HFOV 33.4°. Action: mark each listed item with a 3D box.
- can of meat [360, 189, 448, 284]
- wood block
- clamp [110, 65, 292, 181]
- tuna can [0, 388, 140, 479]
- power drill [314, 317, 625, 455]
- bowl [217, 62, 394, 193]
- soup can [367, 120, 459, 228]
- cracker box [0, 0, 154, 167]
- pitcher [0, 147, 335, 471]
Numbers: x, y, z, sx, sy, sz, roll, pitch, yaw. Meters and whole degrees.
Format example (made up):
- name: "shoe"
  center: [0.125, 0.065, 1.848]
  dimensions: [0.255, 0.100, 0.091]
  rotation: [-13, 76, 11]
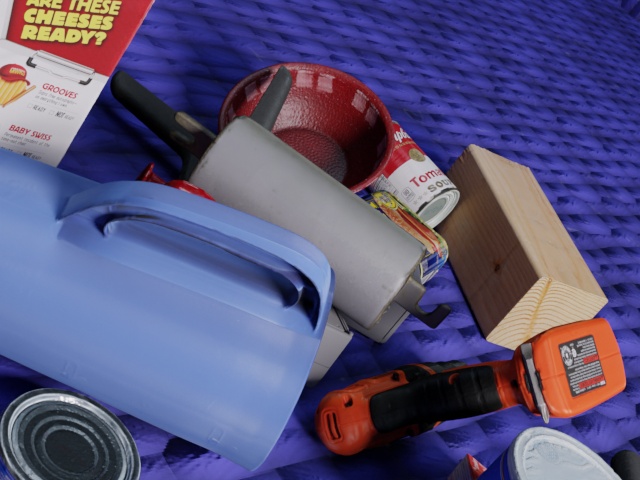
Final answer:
- name: "can of meat"
  center: [0.060, 0.003, 0.974]
  dimensions: [0.102, 0.058, 0.083]
  rotation: [44, 26, 11]
- name: "wood block"
  center: [0.189, 0.008, 1.073]
  dimensions: [0.090, 0.091, 0.206]
  rotation: [18, 34, -29]
- name: "clamp"
  center: [-0.072, -0.072, 0.907]
  dimensions: [0.164, 0.036, 0.210]
  rotation: [-13, 61, -24]
- name: "tuna can"
  center: [-0.143, 0.123, 0.588]
  dimensions: [0.086, 0.034, 0.086]
  rotation: [27, 30, -17]
- name: "power drill"
  center: [0.114, 0.104, 0.757]
  dimensions: [0.184, 0.188, 0.057]
  rotation: [-9, 80, -52]
- name: "bowl"
  center: [-0.015, -0.087, 0.983]
  dimensions: [0.162, 0.055, 0.162]
  rotation: [4, 56, -6]
- name: "soup can"
  center: [0.084, -0.063, 1.088]
  dimensions: [0.068, 0.069, 0.102]
  rotation: [-7, 51, -52]
- name: "cracker box"
  center: [-0.223, -0.106, 0.650]
  dimensions: [0.163, 0.214, 0.072]
  rotation: [6, 41, -44]
- name: "pitcher"
  center: [-0.117, 0.027, 0.631]
  dimensions: [0.242, 0.149, 0.145]
  rotation: [24, 5, -9]
